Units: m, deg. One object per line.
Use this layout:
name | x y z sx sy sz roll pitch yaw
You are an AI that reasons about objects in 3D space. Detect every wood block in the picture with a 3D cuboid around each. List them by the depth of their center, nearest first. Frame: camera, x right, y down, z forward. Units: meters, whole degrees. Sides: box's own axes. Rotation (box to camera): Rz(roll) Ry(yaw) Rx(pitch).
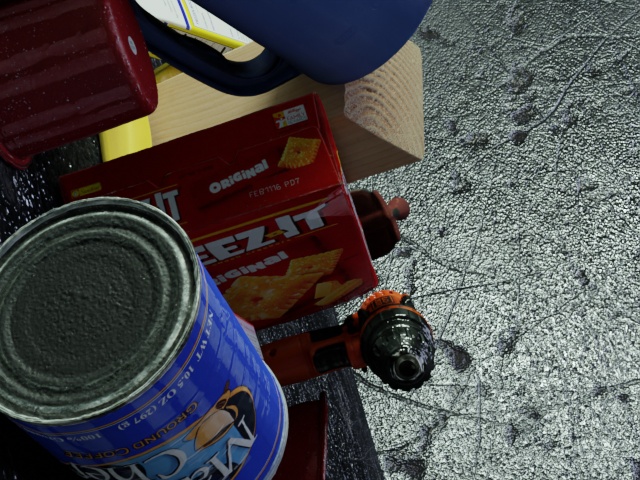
wood block | -0.035 -0.084 0.774 0.090 0.207 0.091 23 60 -46

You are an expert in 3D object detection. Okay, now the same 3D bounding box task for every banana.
banana | -0.154 -0.105 0.778 0.069 0.037 0.198 31 40 -69

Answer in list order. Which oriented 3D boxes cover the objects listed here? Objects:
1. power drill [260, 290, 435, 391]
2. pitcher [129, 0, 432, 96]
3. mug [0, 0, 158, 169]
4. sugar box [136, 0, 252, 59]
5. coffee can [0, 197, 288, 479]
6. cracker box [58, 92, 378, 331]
power drill | -0.010 0.092 0.768 0.184 0.187 0.057 -86 160 -85
pitcher | -0.059 -0.185 0.603 0.242 0.145 0.149 22 78 -40
mug | -0.140 -0.103 0.558 0.093 0.081 0.117 -103 174 -56
sugar box | -0.115 -0.190 0.916 0.175 0.048 0.093 10 43 -39
coffee can | -0.081 0.061 0.479 0.140 0.103 0.103 67 6 -56
cracker box | -0.055 0.001 0.711 0.213 0.164 0.072 65 7 -69
